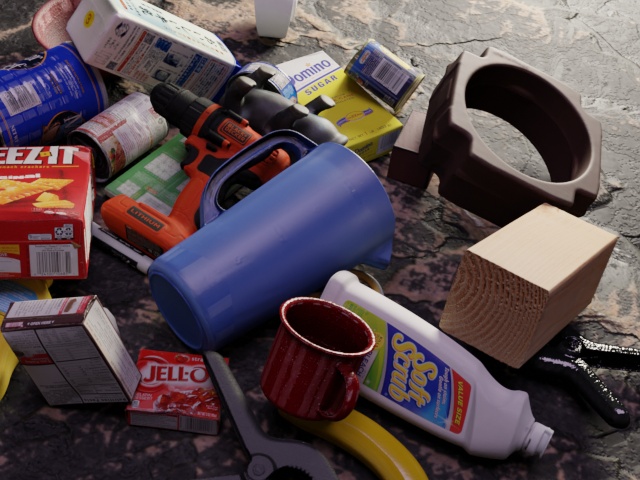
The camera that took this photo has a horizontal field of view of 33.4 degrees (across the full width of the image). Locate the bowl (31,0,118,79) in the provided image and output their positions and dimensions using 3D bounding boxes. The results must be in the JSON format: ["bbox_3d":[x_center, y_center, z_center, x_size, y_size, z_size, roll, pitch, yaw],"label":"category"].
[{"bbox_3d":[-0.286,-0.255,1.369,0.162,0.055,0.162,4,46,-4],"label":"bowl"}]

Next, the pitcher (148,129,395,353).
[{"bbox_3d":[-0.057,0.001,1.094,0.242,0.145,0.149,-33,39,-26],"label":"pitcher"}]

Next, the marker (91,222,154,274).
[{"bbox_3d":[-0.205,0.015,1.144,0.121,0.020,0.020,30,50,20],"label":"marker"}]

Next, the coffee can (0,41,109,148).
[{"bbox_3d":[-0.333,-0.159,1.238,0.140,0.103,0.103,-31,57,-31],"label":"coffee can"}]

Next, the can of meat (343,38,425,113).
[{"bbox_3d":[0.080,-0.206,1.328,0.084,0.057,0.102,37,12,0],"label":"can of meat"}]

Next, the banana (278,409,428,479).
[{"bbox_3d":[0.044,0.201,0.984,0.069,0.037,0.198,-25,54,-30],"label":"banana"}]

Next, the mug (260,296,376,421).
[{"bbox_3d":[0.000,0.117,0.971,0.093,0.082,0.117,3,30,-36],"label":"mug"}]

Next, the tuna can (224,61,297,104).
[{"bbox_3d":[-0.071,-0.173,1.297,0.086,0.086,0.033,24,45,15],"label":"tuna can"}]

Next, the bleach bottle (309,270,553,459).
[{"bbox_3d":[0.107,0.128,1.024,0.251,0.102,0.068,27,7,16],"label":"bleach bottle"}]

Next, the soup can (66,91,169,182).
[{"bbox_3d":[-0.234,-0.122,1.239,0.069,0.068,0.102,31,50,21],"label":"soup can"}]

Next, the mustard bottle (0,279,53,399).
[{"bbox_3d":[-0.317,0.080,1.040,0.096,0.058,0.191,18,47,11],"label":"mustard bottle"}]

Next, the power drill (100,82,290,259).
[{"bbox_3d":[-0.153,-0.075,1.171,0.184,0.057,0.187,32,66,13],"label":"power drill"}]

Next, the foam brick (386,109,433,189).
[{"bbox_3d":[0.119,-0.110,1.284,0.051,0.053,0.078,19,46,11],"label":"foam brick"}]

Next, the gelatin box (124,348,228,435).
[{"bbox_3d":[-0.136,0.144,1.021,0.089,0.030,0.073,7,46,-1],"label":"gelatin box"}]

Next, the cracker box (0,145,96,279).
[{"bbox_3d":[-0.318,-0.034,1.092,0.164,0.072,0.214,-1,25,-9],"label":"cracker box"}]

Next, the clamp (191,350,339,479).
[{"bbox_3d":[-0.066,0.214,0.947,0.210,0.036,0.164,33,65,11],"label":"clamp"}]

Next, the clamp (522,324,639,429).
[{"bbox_3d":[0.264,0.117,1.094,0.172,0.039,0.120,34,37,27],"label":"clamp"}]

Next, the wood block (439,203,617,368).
[{"bbox_3d":[0.213,0.040,1.075,0.091,0.090,0.205,27,27,23],"label":"wood block"}]

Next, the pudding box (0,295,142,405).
[{"bbox_3d":[-0.227,0.103,0.976,0.090,0.113,0.039,-6,43,17],"label":"pudding box"}]

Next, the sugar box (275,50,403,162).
[{"bbox_3d":[0.013,-0.165,1.328,0.093,0.048,0.176,-23,55,-27],"label":"sugar box"}]
